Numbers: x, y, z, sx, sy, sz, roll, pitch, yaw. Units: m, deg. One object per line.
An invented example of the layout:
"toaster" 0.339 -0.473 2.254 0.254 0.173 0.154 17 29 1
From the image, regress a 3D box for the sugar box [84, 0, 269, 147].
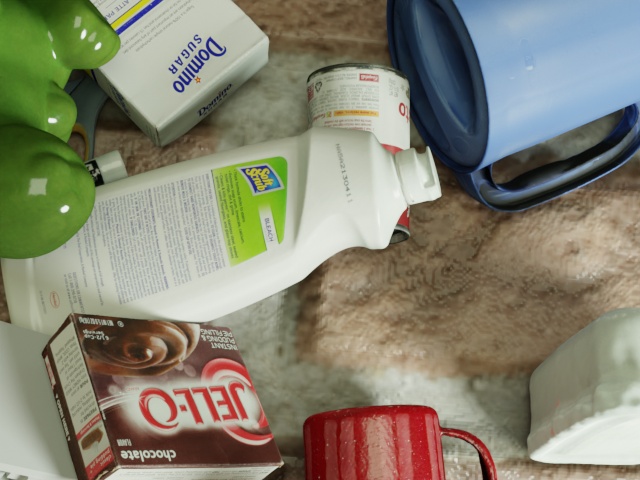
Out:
"sugar box" -0.124 -0.150 0.668 0.093 0.048 0.176 -41 82 -13

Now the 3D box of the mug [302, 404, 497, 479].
"mug" 0.044 0.140 0.623 0.117 0.093 0.081 -7 75 8

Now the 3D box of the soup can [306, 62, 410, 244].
"soup can" 0.022 -0.052 0.670 0.068 0.068 0.102 3 78 -7

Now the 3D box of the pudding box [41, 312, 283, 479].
"pudding box" -0.083 0.088 0.565 0.113 0.039 0.090 8 45 -44

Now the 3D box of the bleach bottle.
"bleach bottle" -0.054 0.001 0.612 0.251 0.068 0.102 -15 80 10

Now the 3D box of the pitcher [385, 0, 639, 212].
"pitcher" 0.175 -0.131 0.682 0.242 0.149 0.145 -19 67 -13
